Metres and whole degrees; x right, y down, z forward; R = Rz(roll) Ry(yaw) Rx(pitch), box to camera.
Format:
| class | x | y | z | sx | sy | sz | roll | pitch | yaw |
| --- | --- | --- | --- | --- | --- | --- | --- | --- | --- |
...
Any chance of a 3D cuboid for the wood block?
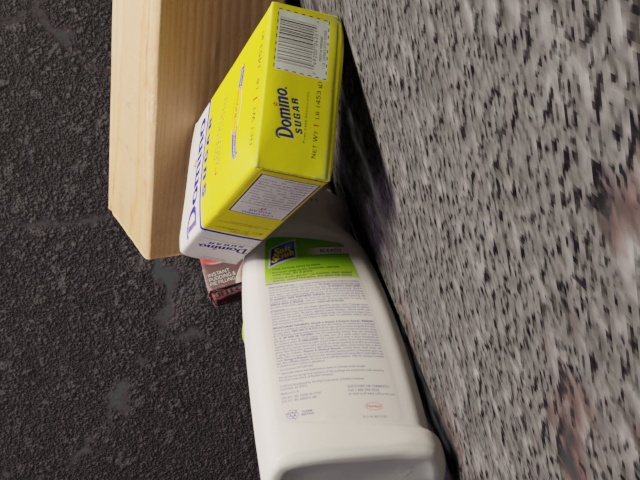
| class | x | y | z | sx | sy | sz | roll | pitch | yaw |
| --- | --- | --- | --- | --- | --- | --- | --- | --- | --- |
| wood block | -0.088 | -0.103 | 0.729 | 0.090 | 0.090 | 0.206 | 44 | 135 | 49 |

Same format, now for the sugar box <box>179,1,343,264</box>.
| class | x | y | z | sx | sy | sz | roll | pitch | yaw |
| --- | --- | --- | --- | --- | --- | --- | --- | --- | --- |
| sugar box | -0.039 | -0.052 | 0.603 | 0.176 | 0.048 | 0.093 | 145 | 133 | -63 |

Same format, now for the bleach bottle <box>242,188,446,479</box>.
| class | x | y | z | sx | sy | sz | roll | pitch | yaw |
| --- | --- | --- | --- | --- | --- | --- | --- | --- | --- |
| bleach bottle | 0.004 | 0.046 | 0.655 | 0.251 | 0.102 | 0.068 | -99 | 9 | -46 |

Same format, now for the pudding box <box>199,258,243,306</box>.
| class | x | y | z | sx | sy | sz | roll | pitch | yaw |
| --- | --- | --- | --- | --- | --- | --- | --- | --- | --- |
| pudding box | -0.056 | 0.001 | 0.972 | 0.039 | 0.113 | 0.090 | 82 | 171 | -59 |
